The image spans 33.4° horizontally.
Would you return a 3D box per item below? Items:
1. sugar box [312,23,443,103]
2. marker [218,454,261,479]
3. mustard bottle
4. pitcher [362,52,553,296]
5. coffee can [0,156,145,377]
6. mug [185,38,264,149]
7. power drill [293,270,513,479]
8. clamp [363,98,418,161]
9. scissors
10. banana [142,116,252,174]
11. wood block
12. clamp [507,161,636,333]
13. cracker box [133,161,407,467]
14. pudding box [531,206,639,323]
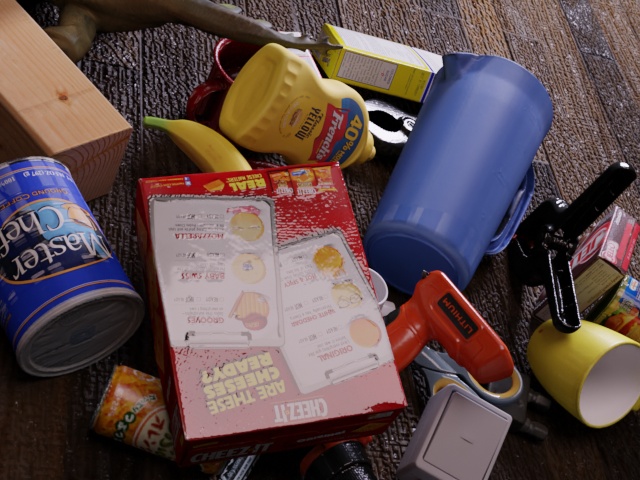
[{"bbox_3d":[0.086,-0.195,1.219,0.176,0.048,0.093,14,24,-20],"label":"sugar box"},{"bbox_3d":[-0.069,0.185,0.821,0.020,0.020,0.121,33,43,2],"label":"marker"},{"bbox_3d":[-0.007,-0.112,1.029,0.058,0.096,0.191,38,10,38],"label":"mustard bottle"},{"bbox_3d":[0.140,-0.055,1.065,0.149,0.145,0.242,26,56,5],"label":"pitcher"},{"bbox_3d":[-0.213,0.020,0.832,0.102,0.103,0.140,-14,59,-37],"label":"coffee can"},{"bbox_3d":[-0.084,-0.143,1.067,0.117,0.082,0.093,-23,64,-41],"label":"mug"},{"bbox_3d":[0.057,0.124,0.851,0.187,0.057,0.184,-32,58,-6],"label":"power drill"},{"bbox_3d":[0.096,-0.122,1.180,0.171,0.039,0.120,21,37,-20],"label":"clamp"},{"bbox_3d":[0.106,0.097,0.979,0.096,0.016,0.202,-28,65,-12],"label":"scissors"},{"bbox_3d":[-0.084,-0.039,0.926,0.069,0.037,0.198,-23,62,-20],"label":"banana"},{"bbox_3d":[-0.273,-0.127,0.943,0.206,0.090,0.090,46,44,16],"label":"wood block"},{"bbox_3d":[0.238,-0.006,1.053,0.036,0.164,0.210,22,5,-10],"label":"clamp"},{"bbox_3d":[-0.045,0.051,0.810,0.164,0.072,0.214,-6,62,-16],"label":"cracker box"},{"bbox_3d":[0.270,0.030,1.080,0.039,0.114,0.090,36,43,0],"label":"pudding box"}]
